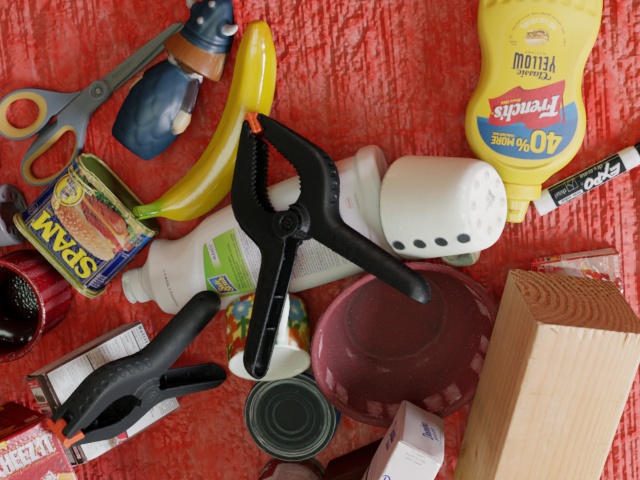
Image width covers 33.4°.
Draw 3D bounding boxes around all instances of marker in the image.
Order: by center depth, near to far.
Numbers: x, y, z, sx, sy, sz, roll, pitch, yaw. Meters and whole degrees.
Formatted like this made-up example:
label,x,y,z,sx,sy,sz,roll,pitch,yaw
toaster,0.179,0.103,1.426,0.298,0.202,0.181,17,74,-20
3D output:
label,x,y,z,sx,sy,sz,roll,pitch,yaw
marker,0.232,-0.056,0.882,0.121,0.020,0.020,-28,95,13

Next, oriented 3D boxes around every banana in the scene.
label,x,y,z,sx,sy,sz,roll,pitch,yaw
banana,-0.082,-0.090,0.908,0.037,0.069,0.198,36,98,34

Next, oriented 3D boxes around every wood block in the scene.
label,x,y,z,sx,sy,sz,roll,pitch,yaw
wood block,0.179,0.137,0.859,0.090,0.090,0.206,7,115,-8

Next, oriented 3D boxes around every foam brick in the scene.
label,x,y,z,sx,sy,sz,roll,pitch,yaw
foam brick,0.048,0.212,0.945,0.078,0.051,0.053,-27,95,13

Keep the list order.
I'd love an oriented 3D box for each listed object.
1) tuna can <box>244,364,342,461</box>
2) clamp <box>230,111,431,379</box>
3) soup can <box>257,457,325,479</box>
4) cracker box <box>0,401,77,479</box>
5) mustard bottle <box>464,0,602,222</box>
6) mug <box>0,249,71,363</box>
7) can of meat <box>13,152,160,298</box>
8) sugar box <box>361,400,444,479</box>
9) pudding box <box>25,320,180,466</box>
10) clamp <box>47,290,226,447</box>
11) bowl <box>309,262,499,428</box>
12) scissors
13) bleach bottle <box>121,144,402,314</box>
label,x,y,z,sx,sy,sz,roll,pitch,yaw
tuna can,-0.024,0.153,0.955,0.086,0.033,0.086,2,100,9
clamp,-0.025,-0.003,0.853,0.165,0.036,0.210,-33,71,17
soup can,-0.031,0.236,0.937,0.068,0.102,0.068,2,101,9
cracker box,-0.246,0.258,0.944,0.072,0.164,0.214,-25,97,-26
mustard bottle,0.167,-0.110,0.864,0.096,0.058,0.192,7,101,6
mug,-0.286,0.051,0.956,0.117,0.081,0.093,16,102,6
can of meat,-0.204,-0.015,0.944,0.084,0.057,0.102,-43,92,11
sugar box,0.045,0.227,0.873,0.048,0.093,0.176,28,104,0
pudding box,-0.190,0.134,0.943,0.039,0.113,0.090,-19,97,47
clamp,-0.146,0.123,0.906,0.171,0.120,0.039,-34,50,-18
bowl,0.069,0.078,0.900,0.162,0.055,0.162,-3,118,-6
scissors,-0.214,-0.139,0.944,0.096,0.016,0.202,39,104,1
bleach bottle,-0.056,0.001,0.920,0.251,0.068,0.102,-16,97,14
